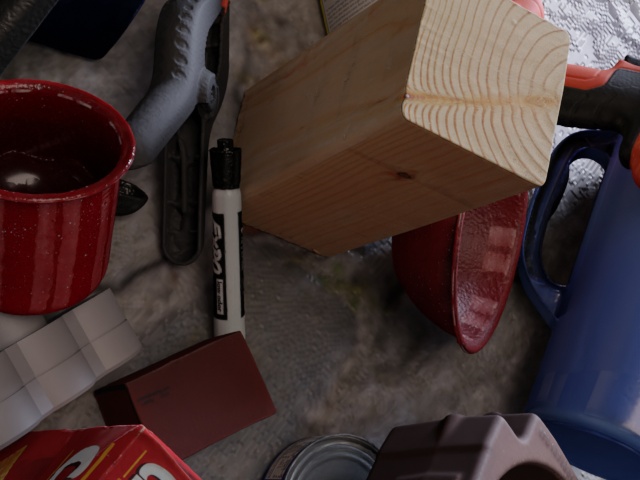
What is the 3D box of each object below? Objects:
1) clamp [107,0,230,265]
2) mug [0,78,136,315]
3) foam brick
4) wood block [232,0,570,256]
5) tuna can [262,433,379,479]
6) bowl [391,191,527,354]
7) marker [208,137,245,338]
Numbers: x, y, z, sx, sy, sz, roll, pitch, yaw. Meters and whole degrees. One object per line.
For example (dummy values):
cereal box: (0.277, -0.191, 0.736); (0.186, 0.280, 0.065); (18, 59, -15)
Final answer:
clamp: (-0.078, -0.074, 0.624); (0.039, 0.120, 0.171); (8, 55, 8)
mug: (-0.151, -0.019, 0.511); (0.117, 0.082, 0.093); (5, 41, -13)
foam brick: (-0.076, 0.090, 0.598); (0.078, 0.051, 0.053); (-22, 90, -32)
wood block: (0.031, -0.061, 0.601); (0.090, 0.206, 0.090); (23, 69, -25)
tuna can: (0.006, 0.160, 0.640); (0.086, 0.034, 0.086); (7, 76, -29)
bowl: (0.087, -0.012, 0.685); (0.162, 0.055, 0.162); (11, 90, -67)
marker: (-0.054, 0.001, 0.622); (0.020, 0.020, 0.121); (-9, 107, -31)
